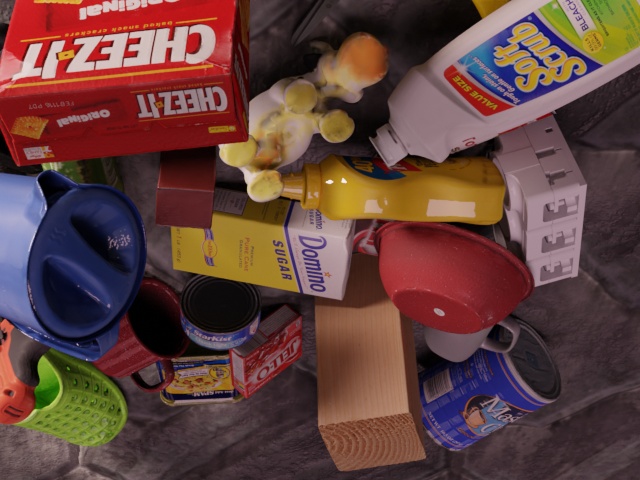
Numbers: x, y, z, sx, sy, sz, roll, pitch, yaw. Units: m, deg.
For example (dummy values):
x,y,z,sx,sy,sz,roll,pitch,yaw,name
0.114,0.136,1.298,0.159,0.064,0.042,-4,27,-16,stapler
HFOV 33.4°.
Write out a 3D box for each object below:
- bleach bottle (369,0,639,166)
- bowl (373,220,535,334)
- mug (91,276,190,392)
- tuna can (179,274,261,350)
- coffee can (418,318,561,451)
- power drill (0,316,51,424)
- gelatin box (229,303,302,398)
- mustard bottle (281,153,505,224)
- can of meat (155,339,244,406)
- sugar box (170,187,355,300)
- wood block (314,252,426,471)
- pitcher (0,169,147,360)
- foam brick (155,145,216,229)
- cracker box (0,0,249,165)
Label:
x,y,z,sx,sy,sz,roll,pitch,yaw,name
0.156,-0.132,0.850,0.251,0.068,0.102,-33,97,5,bleach bottle
0.119,0.044,1.018,0.162,0.055,0.162,19,157,8,bowl
-0.195,0.107,1.142,0.082,0.117,0.093,-28,176,32,mug
-0.105,0.073,1.122,0.086,0.086,0.034,2,139,-4,tuna can
0.188,0.166,1.222,0.102,0.103,0.141,32,128,-31,coffee can
-0.281,0.065,1.065,0.188,0.185,0.057,-49,132,11,power drill
-0.059,0.122,1.183,0.089,0.030,0.073,-35,146,-29,gelatin box
0.059,-0.046,0.944,0.191,0.096,0.058,0,109,-9,mustard bottle
-0.137,0.140,1.216,0.102,0.057,0.084,-3,135,0,can of meat
-0.057,0.001,1.049,0.176,0.048,0.093,12,137,7,sugar box
0.048,0.118,1.087,0.091,0.206,0.090,-11,137,10,wood block
-0.279,0.010,0.940,0.243,0.149,0.144,12,175,34,pitcher
-0.124,-0.055,0.987,0.053,0.078,0.051,5,136,-8,foam brick
-0.135,-0.158,0.772,0.164,0.213,0.072,-6,137,4,cracker box
